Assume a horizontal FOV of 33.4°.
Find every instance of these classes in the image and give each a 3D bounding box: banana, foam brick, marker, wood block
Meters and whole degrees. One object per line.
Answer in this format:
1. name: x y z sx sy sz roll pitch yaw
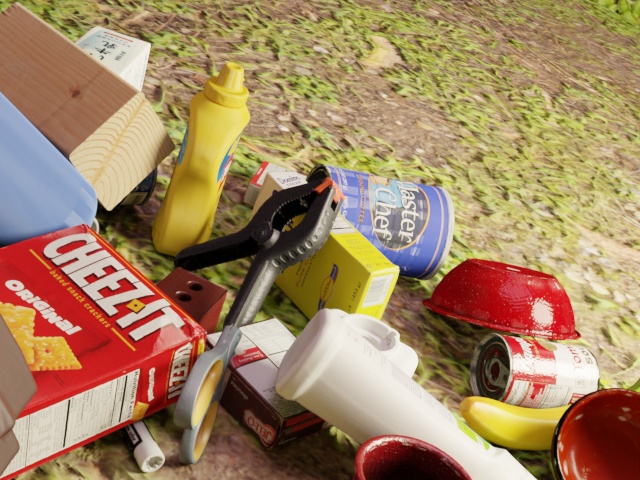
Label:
1. banana: 0.205 0.157 0.953 0.197 0.070 0.037 -5 22 -23
2. foam brick: -0.122 0.067 0.904 0.053 0.051 0.078 25 28 9
3. marker: -0.150 0.127 0.812 0.020 0.020 0.121 -1 35 -35
4. wood block: -0.247 -0.131 1.017 0.090 0.090 0.206 -45 57 -13

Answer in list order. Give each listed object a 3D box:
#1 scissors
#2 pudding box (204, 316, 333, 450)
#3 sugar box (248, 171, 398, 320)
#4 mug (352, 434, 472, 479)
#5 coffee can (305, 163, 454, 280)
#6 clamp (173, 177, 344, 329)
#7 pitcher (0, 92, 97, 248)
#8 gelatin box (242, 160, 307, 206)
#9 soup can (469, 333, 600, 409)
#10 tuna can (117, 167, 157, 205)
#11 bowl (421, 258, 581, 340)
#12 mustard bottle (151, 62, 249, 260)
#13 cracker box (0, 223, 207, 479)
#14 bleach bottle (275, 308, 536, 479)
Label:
1. scissors: -0.076 0.097 0.837 0.016 0.096 0.201 14 25 8
2. pudding box: -0.040 0.116 0.888 0.089 0.039 0.114 -10 43 -46
3. sugar box: -0.005 0.017 1.031 0.048 0.093 0.176 -7 38 -42
4. mug: 0.066 0.200 0.763 0.117 0.082 0.093 6 31 -26
5. coffee can: 0.055 -0.018 1.123 0.140 0.103 0.103 10 30 -20
6. clamp: -0.056 0.001 0.989 0.120 0.171 0.039 38 -12 34
7. pitcher: -0.305 -0.070 0.859 0.149 0.145 0.242 21 -20 48
8. gelatin box: -0.035 -0.051 1.198 0.089 0.030 0.073 22 26 1
9. soup can: 0.202 0.127 1.003 0.102 0.069 0.068 10 30 -22
10. tuna can: -0.198 -0.077 1.074 0.033 0.086 0.086 -3 36 -35
11. bowl: 0.186 0.054 1.071 0.162 0.055 0.162 11 5 -1
12. mustard bottle: -0.110 -0.082 1.027 0.058 0.192 0.096 19 28 -3
13. cracker box: -0.216 0.077 0.777 0.213 0.072 0.164 -21 48 -42
14. bleach bottle: 0.083 0.155 0.828 0.251 0.068 0.102 37 8 -4
